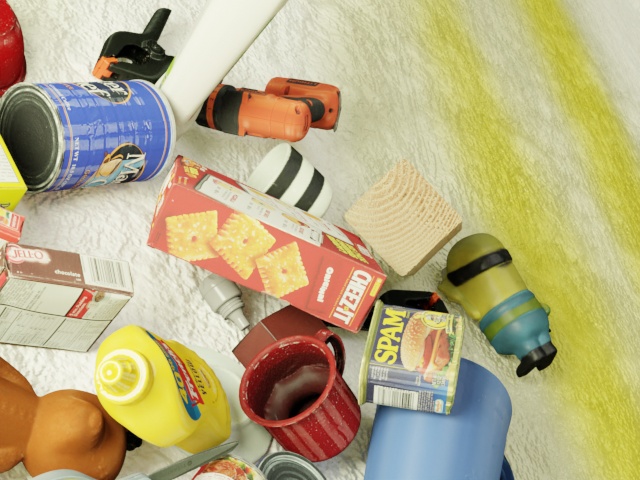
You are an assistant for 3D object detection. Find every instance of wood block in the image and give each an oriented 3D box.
[{"bbox_3d":[0.097,-0.020,1.189,0.091,0.090,0.206,46,4,6],"label":"wood block"}]

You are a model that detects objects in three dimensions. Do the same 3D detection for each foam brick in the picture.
[{"bbox_3d":[-0.035,0.100,1.032,0.051,0.053,0.078,49,35,11],"label":"foam brick"}]

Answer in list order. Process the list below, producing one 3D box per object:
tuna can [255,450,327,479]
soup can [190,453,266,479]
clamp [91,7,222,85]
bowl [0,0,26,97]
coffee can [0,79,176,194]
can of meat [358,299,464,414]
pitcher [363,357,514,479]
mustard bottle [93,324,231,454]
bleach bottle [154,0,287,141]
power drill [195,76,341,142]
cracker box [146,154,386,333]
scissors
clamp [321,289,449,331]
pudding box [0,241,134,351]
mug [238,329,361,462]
[{"bbox_3d":[-0.029,0.225,0.915,0.086,0.034,0.086,27,36,-22],"label":"tuna can"},{"bbox_3d":[-0.088,0.223,0.827,0.068,0.069,0.102,42,34,0],"label":"soup can"},{"bbox_3d":[-0.188,-0.206,1.235,0.120,0.039,0.171,41,39,6],"label":"clamp"},{"bbox_3d":[-0.357,-0.217,1.059,0.162,0.055,0.162,27,36,-22],"label":"bowl"},{"bbox_3d":[-0.223,-0.101,1.022,0.140,0.103,0.103,-12,61,-51],"label":"coffee can"},{"bbox_3d":[0.084,0.107,0.967,0.084,0.057,0.102,8,41,9],"label":"can of meat"},{"bbox_3d":[0.105,0.234,0.964,0.149,0.145,0.242,9,39,9],"label":"pitcher"},{"bbox_3d":[-0.127,0.113,0.820,0.096,0.058,0.191,61,3,18],"label":"mustard bottle"},{"bbox_3d":[-0.119,-0.184,1.086,0.068,0.251,0.102,33,33,-12],"label":"bleach bottle"},{"bbox_3d":[-0.071,-0.156,1.241,0.185,0.057,0.187,15,18,21],"label":"power drill"},{"bbox_3d":[-0.057,0.001,1.033,0.213,0.072,0.164,24,10,-12],"label":"cracker box"},{"bbox_3d":[-0.144,0.201,0.787,0.201,0.096,0.016,4,10,-46],"label":"scissors"},{"bbox_3d":[0.086,0.089,1.161,0.164,0.036,0.209,28,20,7],"label":"clamp"},{"bbox_3d":[-0.221,0.048,0.868,0.113,0.090,0.039,13,45,-37],"label":"pudding box"},{"bbox_3d":[-0.009,0.136,0.959,0.081,0.093,0.117,57,48,-43],"label":"mug"}]
